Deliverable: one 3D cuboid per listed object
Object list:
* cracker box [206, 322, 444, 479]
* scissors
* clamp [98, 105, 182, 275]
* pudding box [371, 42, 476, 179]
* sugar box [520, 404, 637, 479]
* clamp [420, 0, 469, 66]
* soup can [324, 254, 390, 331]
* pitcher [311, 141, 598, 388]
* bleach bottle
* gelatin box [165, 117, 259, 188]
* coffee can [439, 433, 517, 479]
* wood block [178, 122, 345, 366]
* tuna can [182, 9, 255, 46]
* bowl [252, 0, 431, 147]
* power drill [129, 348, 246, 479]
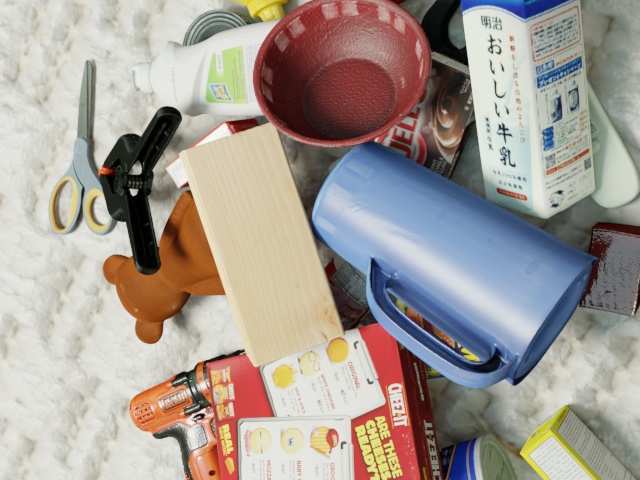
[{"bbox_3d":[0.002,0.180,1.041,0.214,0.072,0.164,-16,75,26],"label":"cracker box"},{"bbox_3d":[-0.256,-0.093,1.210,0.096,0.016,0.202,25,106,16],"label":"scissors"},{"bbox_3d":[-0.193,-0.052,1.107,0.210,0.036,0.164,6,89,64],"label":"clamp"},{"bbox_3d":[0.100,-0.121,1.014,0.090,0.039,0.114,27,115,15],"label":"pudding box"},{"bbox_3d":[0.269,0.241,0.999,0.048,0.093,0.176,-44,80,22],"label":"sugar box"},{"bbox_3d":[0.140,-0.165,1.027,0.120,0.039,0.171,17,110,13],"label":"clamp"},{"bbox_3d":[0.038,0.040,1.079,0.068,0.068,0.102,47,110,10],"label":"soup can"},{"bbox_3d":[0.108,0.018,0.955,0.243,0.149,0.145,33,100,20],"label":"pitcher"},{"bbox_3d":[-0.064,-0.176,1.062,0.251,0.068,0.102,-1,102,9],"label":"bleach bottle"},{"bbox_3d":[-0.108,-0.091,1.118,0.089,0.073,0.030,-35,85,21],"label":"gelatin box"},{"bbox_3d":[0.116,0.260,1.058,0.140,0.102,0.103,-21,89,23],"label":"coffee can"},{"bbox_3d":[-0.056,0.001,1.003,0.090,0.090,0.206,-19,96,-8],"label":"wood block"},{"bbox_3d":[-0.100,-0.199,1.122,0.086,0.033,0.086,3,98,22],"label":"tuna can"},{"bbox_3d":[0.022,-0.144,0.970,0.162,0.055,0.162,-5,65,10],"label":"bowl"},{"bbox_3d":[-0.101,0.222,1.169,0.185,0.057,0.187,-25,86,21],"label":"power drill"}]
